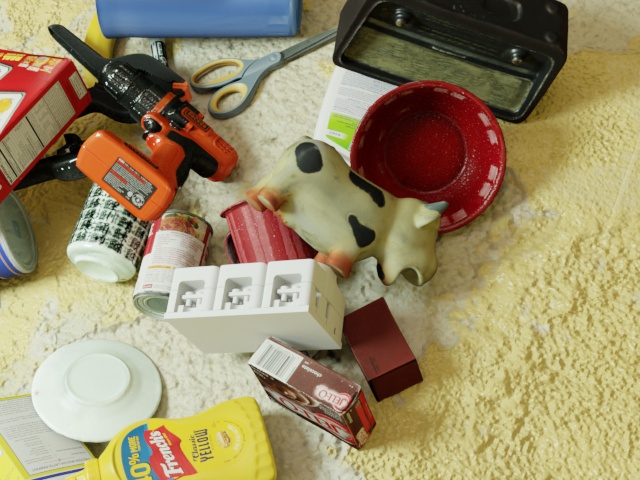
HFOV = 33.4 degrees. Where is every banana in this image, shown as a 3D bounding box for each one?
[{"bbox_3d":[-0.266,-0.259,1.361,0.070,0.037,0.197,8,62,19],"label":"banana"}]

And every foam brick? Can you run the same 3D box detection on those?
[{"bbox_3d":[0.058,0.107,1.048,0.053,0.051,0.078,-25,56,-1],"label":"foam brick"}]

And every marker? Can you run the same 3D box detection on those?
[{"bbox_3d":[-0.196,-0.209,1.323,0.020,0.020,0.121,-16,57,4],"label":"marker"}]

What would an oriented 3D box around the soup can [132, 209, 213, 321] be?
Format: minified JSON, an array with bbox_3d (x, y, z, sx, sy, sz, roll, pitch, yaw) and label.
[{"bbox_3d":[-0.157,0.028,1.141,0.068,0.068,0.102,2,61,15],"label":"soup can"}]

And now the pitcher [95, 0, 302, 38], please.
[{"bbox_3d":[-0.145,-0.304,1.280,0.243,0.145,0.149,3,51,3],"label":"pitcher"}]

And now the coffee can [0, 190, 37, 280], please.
[{"bbox_3d":[-0.404,0.007,1.195,0.140,0.103,0.103,-17,57,4],"label":"coffee can"}]

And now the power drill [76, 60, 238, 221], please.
[{"bbox_3d":[-0.187,-0.110,1.149,0.184,0.057,0.187,38,29,-4],"label":"power drill"}]

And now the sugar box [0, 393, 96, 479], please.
[{"bbox_3d":[-0.266,0.224,1.035,0.176,0.093,0.048,46,117,30],"label":"sugar box"}]

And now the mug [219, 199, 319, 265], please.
[{"bbox_3d":[-0.057,0.001,1.117,0.117,0.093,0.081,-23,81,39],"label":"mug"}]

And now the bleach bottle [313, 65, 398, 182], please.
[{"bbox_3d":[0.035,-0.130,1.191,0.103,0.068,0.250,17,67,18],"label":"bleach bottle"}]

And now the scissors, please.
[{"bbox_3d":[-0.060,-0.200,1.286,0.202,0.016,0.096,-12,59,7],"label":"scissors"}]

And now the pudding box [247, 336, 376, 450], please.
[{"bbox_3d":[-0.007,0.146,1.018,0.114,0.090,0.039,28,68,27],"label":"pudding box"}]

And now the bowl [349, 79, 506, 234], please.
[{"bbox_3d":[0.112,-0.089,1.122,0.162,0.055,0.162,1,103,3],"label":"bowl"}]

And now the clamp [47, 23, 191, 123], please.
[{"bbox_3d":[-0.258,-0.195,1.287,0.210,0.036,0.164,0,63,7],"label":"clamp"}]

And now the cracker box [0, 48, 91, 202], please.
[{"bbox_3d":[-0.381,-0.119,1.182,0.164,0.072,0.213,13,54,31],"label":"cracker box"}]

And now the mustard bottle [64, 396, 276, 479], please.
[{"bbox_3d":[-0.143,0.211,1.003,0.191,0.058,0.096,-11,55,-12],"label":"mustard bottle"}]

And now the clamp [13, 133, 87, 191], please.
[{"bbox_3d":[-0.280,-0.097,1.222,0.172,0.039,0.120,-3,35,35],"label":"clamp"}]
